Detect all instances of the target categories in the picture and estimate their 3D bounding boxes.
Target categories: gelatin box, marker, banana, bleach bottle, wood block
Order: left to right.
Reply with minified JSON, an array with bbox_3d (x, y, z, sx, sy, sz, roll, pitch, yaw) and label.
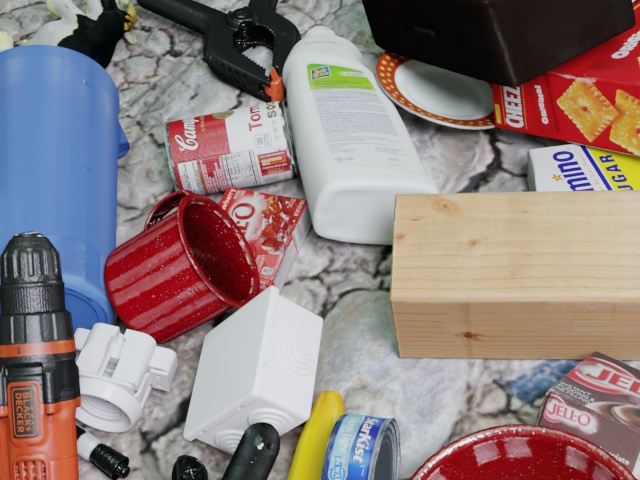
[{"bbox_3d":[-0.184,0.135,0.762,0.121,0.020,0.020,29,59,21],"label":"marker"},{"bbox_3d":[-0.056,0.001,0.856,0.073,0.030,0.089,10,52,19],"label":"gelatin box"},{"bbox_3d":[-0.015,0.184,0.666,0.037,0.070,0.197,14,41,8],"label":"banana"},{"bbox_3d":[0.025,-0.104,0.910,0.102,0.068,0.251,3,42,-13],"label":"bleach bottle"},{"bbox_3d":[0.157,0.026,0.751,0.206,0.091,0.090,-1,56,10],"label":"wood block"}]

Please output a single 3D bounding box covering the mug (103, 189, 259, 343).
[{"bbox_3d":[-0.107,0.015,0.793,0.082,0.093,0.117,-29,55,22],"label":"mug"}]

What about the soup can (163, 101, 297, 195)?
[{"bbox_3d":[-0.075,-0.076,0.903,0.102,0.068,0.068,-11,48,0],"label":"soup can"}]

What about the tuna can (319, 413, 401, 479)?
[{"bbox_3d":[0.026,0.153,0.673,0.034,0.086,0.086,5,50,16],"label":"tuna can"}]

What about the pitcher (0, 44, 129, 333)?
[{"bbox_3d":[-0.232,-0.035,0.850,0.149,0.145,0.243,-10,51,-2],"label":"pitcher"}]

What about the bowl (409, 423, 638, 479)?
[{"bbox_3d":[0.121,0.194,0.635,0.162,0.055,0.162,-7,53,9],"label":"bowl"}]

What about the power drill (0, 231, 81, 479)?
[{"bbox_3d":[-0.255,0.092,0.725,0.188,0.057,0.184,-5,85,12],"label":"power drill"}]

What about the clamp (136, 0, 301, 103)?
[{"bbox_3d":[-0.087,-0.206,1.035,0.164,0.036,0.210,-13,51,-8],"label":"clamp"}]

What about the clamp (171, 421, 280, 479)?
[{"bbox_3d":[-0.069,0.193,0.652,0.039,0.120,0.171,20,50,-20],"label":"clamp"}]
